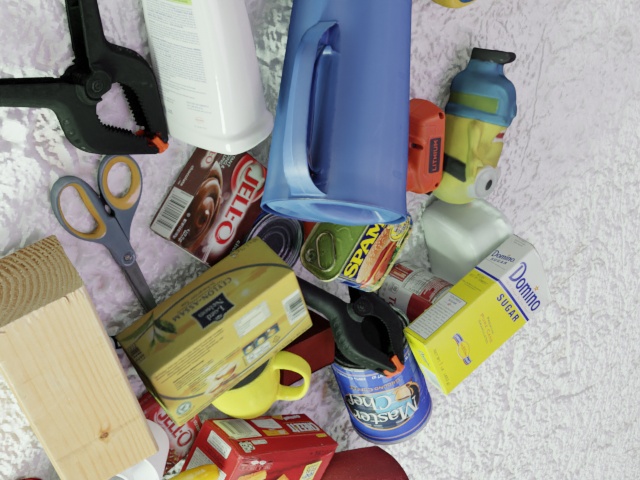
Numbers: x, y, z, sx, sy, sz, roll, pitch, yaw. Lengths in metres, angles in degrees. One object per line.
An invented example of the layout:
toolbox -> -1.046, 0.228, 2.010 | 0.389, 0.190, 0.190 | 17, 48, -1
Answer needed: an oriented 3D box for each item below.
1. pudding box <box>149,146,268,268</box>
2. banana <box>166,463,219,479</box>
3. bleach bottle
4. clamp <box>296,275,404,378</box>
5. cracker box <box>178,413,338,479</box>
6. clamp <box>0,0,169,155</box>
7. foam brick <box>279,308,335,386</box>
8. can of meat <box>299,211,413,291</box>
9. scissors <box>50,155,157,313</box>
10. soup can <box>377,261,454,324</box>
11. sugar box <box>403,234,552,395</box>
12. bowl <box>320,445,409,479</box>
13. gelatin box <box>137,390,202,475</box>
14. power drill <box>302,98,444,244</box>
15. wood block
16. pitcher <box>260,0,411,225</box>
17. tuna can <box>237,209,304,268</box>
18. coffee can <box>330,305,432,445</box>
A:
pudding box -> -0.100, -0.036, 1.020 | 0.113, 0.039, 0.090 | -57, 140, -4
banana -> -0.182, 0.289, 1.084 | 0.198, 0.037, 0.069 | -48, 155, 23
bleach bottle -> -0.102, -0.200, 0.877 | 0.068, 0.103, 0.251 | -41, 138, -40
clamp -> 0.041, 0.067, 1.161 | 0.120, 0.039, 0.171 | -42, 93, -24
cracker box -> -0.092, 0.296, 1.165 | 0.163, 0.072, 0.214 | 8, 113, -51
clamp -> -0.201, -0.125, 0.869 | 0.164, 0.036, 0.210 | -50, 138, -13
foam brick -> -0.029, 0.117, 1.168 | 0.078, 0.053, 0.051 | -24, 127, -37
can of meat -> 0.040, -0.001, 1.093 | 0.083, 0.058, 0.102 | 20, 103, -53
scissors -> -0.172, -0.005, 0.982 | 0.096, 0.016, 0.201 | -51, 138, -12
soup can -> 0.126, 0.073, 1.263 | 0.068, 0.102, 0.068 | -24, 127, -36
sugar box -> 0.181, 0.083, 1.202 | 0.176, 0.048, 0.093 | -38, 131, -13
bowl -> 0.031, 0.281, 1.277 | 0.161, 0.162, 0.055 | 4, 70, -47
gelatin box -> -0.161, 0.192, 1.091 | 0.073, 0.030, 0.089 | -39, 135, -25
power drill -> 0.048, -0.090, 1.131 | 0.187, 0.057, 0.184 | -23, 131, -32
wood block -> -0.223, 0.112, 0.924 | 0.090, 0.090, 0.206 | -27, 130, -16
pitcher -> 0.019, -0.138, 0.967 | 0.144, 0.149, 0.243 | 8, 82, -22
tuna can -> -0.057, 0.001, 1.089 | 0.085, 0.034, 0.086 | -23, 127, -36
coffee can -> 0.069, 0.157, 1.252 | 0.102, 0.103, 0.140 | -40, 135, -23
